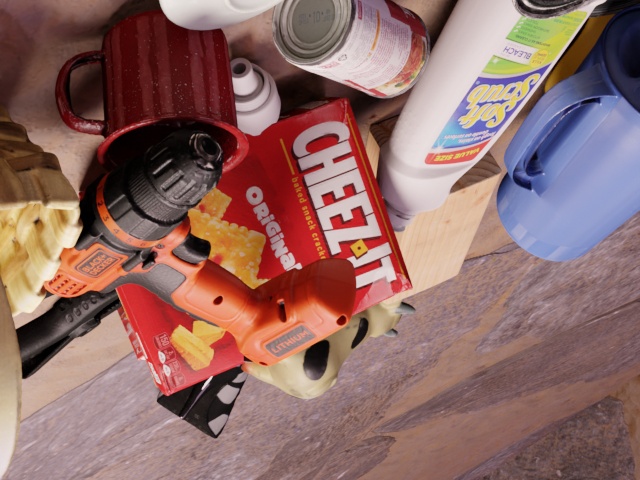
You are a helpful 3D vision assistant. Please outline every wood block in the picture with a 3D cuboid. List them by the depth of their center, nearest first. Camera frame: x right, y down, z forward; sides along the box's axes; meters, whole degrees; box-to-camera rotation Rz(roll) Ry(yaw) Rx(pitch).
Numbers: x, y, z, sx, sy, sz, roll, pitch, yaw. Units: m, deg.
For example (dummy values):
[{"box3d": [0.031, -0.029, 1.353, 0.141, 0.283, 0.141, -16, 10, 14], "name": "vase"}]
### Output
[{"box3d": [0.092, -0.031, 1.020, 0.090, 0.091, 0.206, -22, 157, -15], "name": "wood block"}]

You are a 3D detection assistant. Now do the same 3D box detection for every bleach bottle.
[{"box3d": [0.118, -0.111, 0.835, 0.102, 0.068, 0.251, 2, 129, -39], "name": "bleach bottle"}]

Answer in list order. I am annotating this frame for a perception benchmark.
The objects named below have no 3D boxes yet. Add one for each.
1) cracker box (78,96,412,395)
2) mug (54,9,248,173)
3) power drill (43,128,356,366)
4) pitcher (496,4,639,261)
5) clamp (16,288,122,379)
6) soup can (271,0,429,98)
[{"box3d": [-0.055, 0.001, 0.822, 0.213, 0.164, 0.072, -22, -168, -12], "name": "cracker box"}, {"box3d": [-0.106, -0.090, 0.667, 0.117, 0.081, 0.093, 0, 158, -19], "name": "mug"}, {"box3d": [-0.069, 0.010, 0.694, 0.187, 0.057, 0.185, 29, 141, -29], "name": "power drill"}, {"box3d": [0.240, -0.080, 0.931, 0.144, 0.149, 0.243, -59, 180, -34], "name": "pitcher"}, {"box3d": [-0.216, 0.067, 0.913, 0.210, 0.036, 0.164, -35, 176, 10], "name": "clamp"}, {"box3d": [0.022, -0.142, 0.738, 0.069, 0.068, 0.102, -40, 154, 25], "name": "soup can"}]
